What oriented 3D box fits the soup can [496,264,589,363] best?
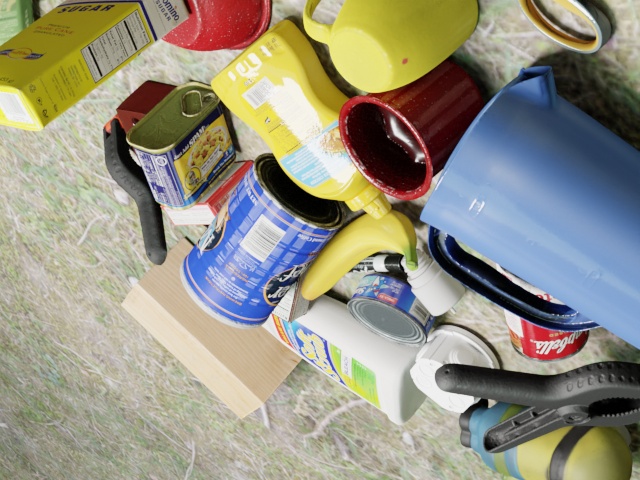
[{"bbox_3d":[0.186,0.043,0.892,0.069,0.068,0.102,17,140,36],"label":"soup can"}]

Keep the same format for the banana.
[{"bbox_3d":[0.037,0.009,1.019,0.037,0.069,0.198,32,155,-19],"label":"banana"}]

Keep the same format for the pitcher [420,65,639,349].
[{"bbox_3d":[0.199,0.000,0.771,0.243,0.145,0.149,35,174,8],"label":"pitcher"}]

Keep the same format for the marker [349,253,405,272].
[{"bbox_3d":[0.046,0.023,1.070,0.121,0.020,0.020,-3,127,49],"label":"marker"}]

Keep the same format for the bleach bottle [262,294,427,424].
[{"bbox_3d":[0.001,0.103,1.178,0.251,0.068,0.102,26,144,30],"label":"bleach bottle"}]

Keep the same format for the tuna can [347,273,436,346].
[{"bbox_3d":[0.072,0.069,1.064,0.086,0.033,0.086,24,156,11],"label":"tuna can"}]

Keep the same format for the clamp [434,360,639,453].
[{"bbox_3d":[0.209,0.133,0.914,0.210,0.036,0.164,-15,144,26],"label":"clamp"}]

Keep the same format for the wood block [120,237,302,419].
[{"bbox_3d":[-0.132,0.108,1.303,0.206,0.090,0.090,44,150,-2],"label":"wood block"}]

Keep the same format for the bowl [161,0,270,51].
[{"bbox_3d":[-0.123,-0.223,0.930,0.162,0.055,0.162,29,145,22],"label":"bowl"}]

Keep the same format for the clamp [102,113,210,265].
[{"bbox_3d":[-0.185,-0.055,1.150,0.039,0.120,0.171,-36,97,33],"label":"clamp"}]

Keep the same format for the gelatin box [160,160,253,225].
[{"bbox_3d":[-0.113,-0.048,1.110,0.089,0.073,0.030,-2,127,49],"label":"gelatin box"}]

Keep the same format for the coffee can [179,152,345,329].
[{"bbox_3d":[-0.057,0.001,1.025,0.103,0.102,0.140,40,117,4],"label":"coffee can"}]

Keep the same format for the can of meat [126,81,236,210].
[{"bbox_3d":[-0.133,-0.092,1.055,0.058,0.102,0.084,20,144,31],"label":"can of meat"}]

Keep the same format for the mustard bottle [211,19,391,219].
[{"bbox_3d":[-0.003,-0.095,0.943,0.096,0.058,0.191,-32,104,38],"label":"mustard bottle"}]

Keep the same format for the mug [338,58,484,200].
[{"bbox_3d":[0.067,-0.094,0.842,0.117,0.081,0.093,15,136,46],"label":"mug"}]

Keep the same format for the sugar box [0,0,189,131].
[{"bbox_3d":[-0.200,-0.159,0.869,0.093,0.176,0.048,14,140,38],"label":"sugar box"}]

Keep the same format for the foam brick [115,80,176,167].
[{"bbox_3d":[-0.166,-0.117,1.107,0.053,0.051,0.078,15,139,37],"label":"foam brick"}]
